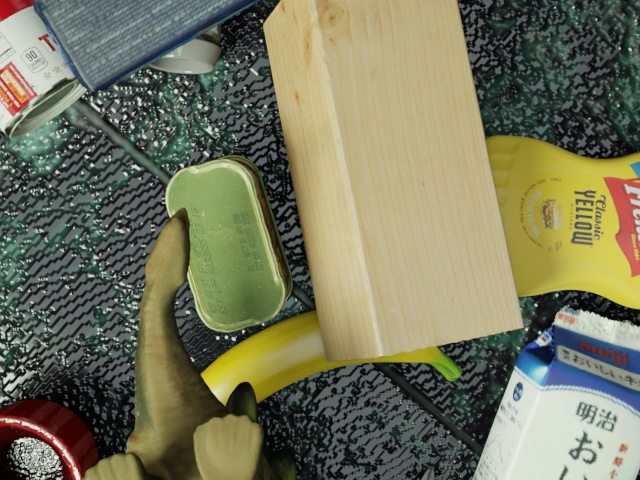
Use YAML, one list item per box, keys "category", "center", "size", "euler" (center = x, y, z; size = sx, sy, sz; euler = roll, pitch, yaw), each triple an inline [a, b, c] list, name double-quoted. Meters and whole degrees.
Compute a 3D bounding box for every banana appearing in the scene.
- category: "banana"
  center: [-0.013, 0.082, 0.663]
  size: [0.198, 0.037, 0.069]
  euler: [-15, 93, 0]

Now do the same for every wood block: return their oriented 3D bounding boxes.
- category: "wood block"
  center: [0.037, -0.041, 0.608]
  size: [0.090, 0.090, 0.206]
  euler: [-10, 86, -19]

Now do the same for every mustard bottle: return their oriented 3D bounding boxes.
- category: "mustard bottle"
  center: [0.187, -0.007, 0.650]
  size: [0.191, 0.058, 0.096]
  euler: [6, 82, -2]

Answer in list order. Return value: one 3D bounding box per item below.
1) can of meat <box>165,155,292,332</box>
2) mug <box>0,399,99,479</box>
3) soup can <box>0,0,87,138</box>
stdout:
- category: "can of meat"
  center: [-0.054, 0.001, 0.634]
  size: [0.057, 0.084, 0.102]
  euler: [-17, 93, 0]
- category: "mug"
  center: [-0.180, 0.154, 0.642]
  size: [0.093, 0.081, 0.117]
  euler: [3, 93, -1]
- category: "soup can"
  center: [-0.189, -0.120, 0.632]
  size: [0.068, 0.068, 0.102]
  euler: [-37, 94, 1]
